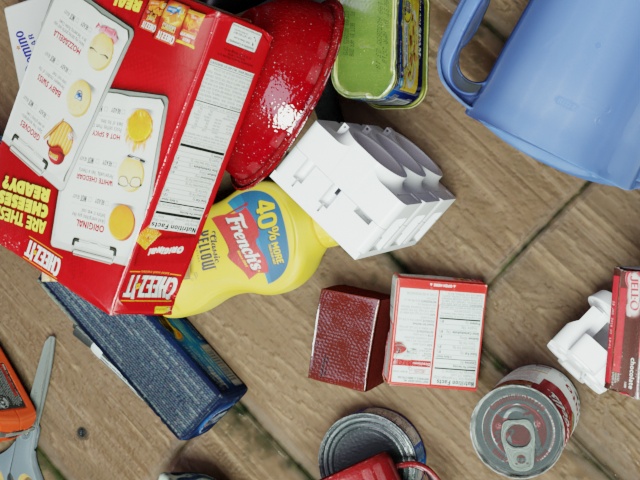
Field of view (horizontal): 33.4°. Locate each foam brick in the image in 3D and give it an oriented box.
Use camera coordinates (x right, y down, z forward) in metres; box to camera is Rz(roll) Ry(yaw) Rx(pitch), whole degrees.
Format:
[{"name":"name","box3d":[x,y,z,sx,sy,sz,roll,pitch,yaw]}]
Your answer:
[{"name":"foam brick","box3d":[0.027,0.079,0.879,0.053,0.051,0.078,12,97,21]}]

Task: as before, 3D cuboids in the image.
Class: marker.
[{"name":"marker","box3d":[-0.183,0.115,0.977,0.121,0.020,0.020,40,105,14]}]

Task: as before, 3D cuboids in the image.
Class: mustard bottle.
[{"name":"mustard bottle","box3d":[-0.056,0.001,0.902,0.192,0.058,0.096,-14,83,20]}]

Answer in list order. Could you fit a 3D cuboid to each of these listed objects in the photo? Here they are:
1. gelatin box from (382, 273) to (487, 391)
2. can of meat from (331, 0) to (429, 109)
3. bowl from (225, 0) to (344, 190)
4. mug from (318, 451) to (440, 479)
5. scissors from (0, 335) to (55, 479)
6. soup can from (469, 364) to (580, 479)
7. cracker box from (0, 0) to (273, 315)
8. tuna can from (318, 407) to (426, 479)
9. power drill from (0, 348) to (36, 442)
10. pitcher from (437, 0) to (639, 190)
[{"name":"gelatin box","box3d":[0.091,0.073,0.853,0.073,0.030,0.089,5,96,-5]},{"name":"can of meat","box3d":[0.047,-0.157,0.841,0.057,0.083,0.102,2,94,20]},{"name":"bowl","box3d":[-0.048,-0.120,0.798,0.055,0.162,0.162,26,105,-21]},{"name":"mug","box3d":[0.043,0.212,0.830,0.117,0.093,0.081,-22,79,-11]},{"name":"scissors","box3d":[-0.297,0.188,1.026,0.096,0.016,0.202,2,94,21]},{"name":"soup can","box3d":[0.157,0.134,0.806,0.069,0.102,0.068,1,93,20]},{"name":"cracker box","box3d":[-0.142,-0.075,0.755,0.164,0.072,0.214,27,101,34]},{"name":"tuna can","box3d":[0.044,0.183,0.888,0.086,0.033,0.086,1,93,20]},{"name":"power drill","box3d":[-0.370,0.174,1.026,0.188,0.057,0.184,-43,72,22]},{"name":"pitcher","box3d":[0.203,-0.169,0.757,0.145,0.149,0.243,34,102,46]}]
